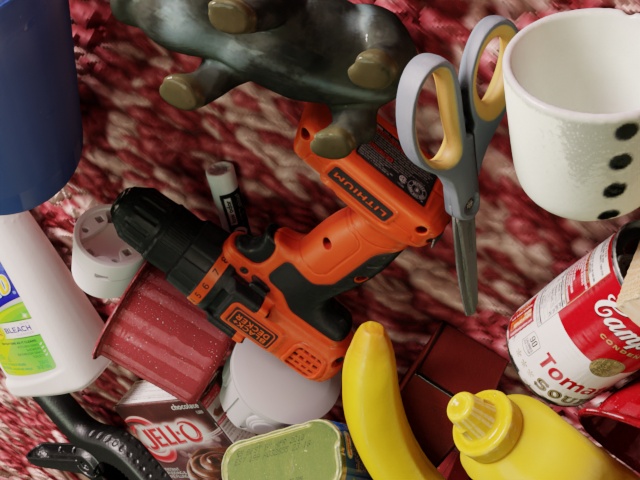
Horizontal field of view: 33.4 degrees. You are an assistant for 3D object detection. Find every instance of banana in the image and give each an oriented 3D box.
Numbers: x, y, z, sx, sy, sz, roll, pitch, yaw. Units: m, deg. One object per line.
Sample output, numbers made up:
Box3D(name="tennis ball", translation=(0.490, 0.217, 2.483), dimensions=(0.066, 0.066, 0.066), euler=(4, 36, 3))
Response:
Box3D(name="banana", translation=(0.059, 0.134, 0.685), dimensions=(0.070, 0.037, 0.197), euler=(-28, 113, 19))

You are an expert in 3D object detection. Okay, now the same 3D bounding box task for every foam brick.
Box3D(name="foam brick", translation=(0.079, 0.104, 0.708), dimensions=(0.051, 0.053, 0.078), euler=(31, 138, 4))

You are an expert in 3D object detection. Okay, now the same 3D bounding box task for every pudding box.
Box3D(name="pudding box", translation=(-0.104, 0.154, 0.878), dimensions=(0.114, 0.039, 0.090), euler=(-14, 120, 40))

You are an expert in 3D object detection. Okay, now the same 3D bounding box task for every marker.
Box3D(name="marker", translation=(-0.055, 0.001, 0.726), dimensions=(0.020, 0.020, 0.121), euler=(8, 131, 26))

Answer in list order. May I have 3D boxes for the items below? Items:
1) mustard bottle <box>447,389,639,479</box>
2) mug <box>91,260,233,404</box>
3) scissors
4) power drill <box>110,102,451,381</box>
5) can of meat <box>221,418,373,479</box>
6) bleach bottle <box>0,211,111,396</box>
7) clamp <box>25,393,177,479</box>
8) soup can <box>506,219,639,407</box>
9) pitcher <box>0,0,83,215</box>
Box3D(name="mustard bottle", translation=(0.141, 0.141, 0.640), dimensions=(0.191, 0.058, 0.096), euler=(38, 162, -32))
Box3D(name="mug", translation=(-0.106, 0.066, 0.777), dimensions=(0.081, 0.093, 0.117), euler=(30, 168, -1))
Box3D(name="scissors", translation=(0.087, -0.040, 0.578), dimensions=(0.016, 0.096, 0.201), euler=(31, 164, 34))
Box3D(name="power drill", translation=(-0.023, -0.009, 0.654), dimensions=(0.184, 0.057, 0.188), euler=(36, 134, -9))
Box3D(name="can of meat", translation=(-0.005, 0.160, 0.735), dimensions=(0.102, 0.057, 0.083), euler=(-21, 153, 27))
Box3D(name="bleach bottle", translation=(-0.259, 0.007, 0.832), dimensions=(0.103, 0.068, 0.251), euler=(-9, 120, 34))
Box3D(name="clamp", translation=(-0.205, 0.183, 0.959), dimensions=(0.210, 0.036, 0.164), euler=(21, 136, 29))
Box3D(name="soup can", translation=(0.158, 0.043, 0.592), dimensions=(0.068, 0.068, 0.102), euler=(38, 138, -3))
Box3D(name="pitcher", translation=(-0.208, -0.102, 0.602), dimensions=(0.149, 0.145, 0.243), euler=(-2, 157, -7))
